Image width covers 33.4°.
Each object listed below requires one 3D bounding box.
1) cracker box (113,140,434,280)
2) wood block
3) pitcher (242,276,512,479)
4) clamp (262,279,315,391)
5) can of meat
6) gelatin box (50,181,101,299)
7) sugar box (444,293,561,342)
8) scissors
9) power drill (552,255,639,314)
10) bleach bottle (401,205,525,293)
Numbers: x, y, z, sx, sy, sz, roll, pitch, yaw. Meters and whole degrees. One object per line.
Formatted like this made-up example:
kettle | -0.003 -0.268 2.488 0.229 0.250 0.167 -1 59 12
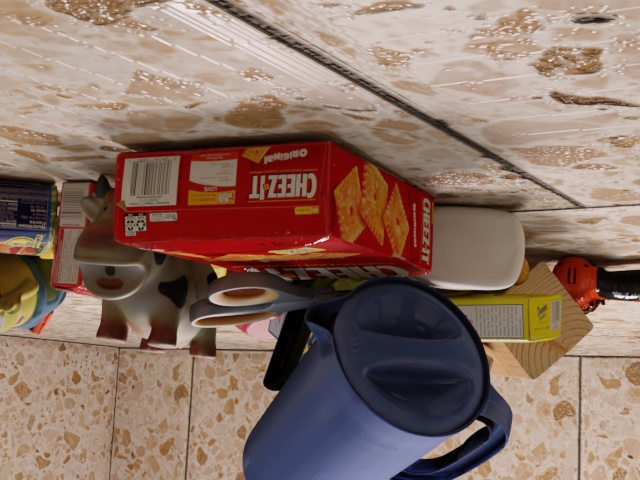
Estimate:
cracker box | -0.025 -0.015 0.787 0.164 0.072 0.213 -1 171 24
wood block | 0.198 0.089 1.179 0.090 0.091 0.206 -39 -175 -12
pitcher | 0.033 0.150 0.879 0.144 0.149 0.243 -12 154 -33
clamp | -0.017 0.033 1.016 0.036 0.164 0.209 -12 -172 30
can of meat | -0.268 -0.019 0.894 0.083 0.057 0.102 4 171 -20
gelatin box | -0.190 0.002 0.886 0.030 0.089 0.073 2 171 17
sugar box | 0.134 0.074 1.028 0.176 0.048 0.093 0 178 31
scissors | -0.005 0.039 0.836 0.201 0.016 0.096 -10 158 -3
power drill | 0.351 0.056 1.169 0.188 0.057 0.184 0 171 19
bleach bottle | 0.123 0.019 0.995 0.102 0.068 0.251 5 173 4
